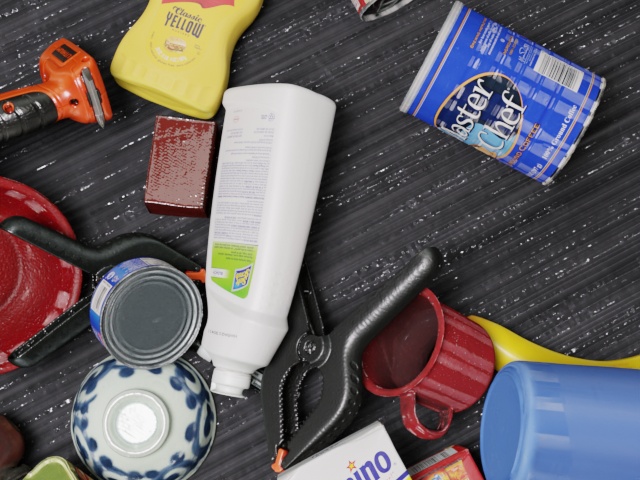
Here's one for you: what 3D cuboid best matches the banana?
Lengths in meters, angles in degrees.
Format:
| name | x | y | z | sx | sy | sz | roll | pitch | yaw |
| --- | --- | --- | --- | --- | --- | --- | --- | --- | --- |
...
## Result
| name | x | y | z | sx | sy | sz | roll | pitch | yaw |
| --- | --- | --- | --- | --- | --- | --- | --- | --- | --- |
| banana | 0.216 | 0.104 | 0.908 | 0.197 | 0.037 | 0.069 | 4 | 64 | -4 |

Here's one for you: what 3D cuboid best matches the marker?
| name | x | y | z | sx | sy | sz | roll | pitch | yaw |
| --- | --- | --- | --- | --- | --- | --- | --- | --- | --- |
| marker | -0.073 | 0.105 | 0.900 | 0.121 | 0.020 | 0.020 | 31 | 82 | 1 |

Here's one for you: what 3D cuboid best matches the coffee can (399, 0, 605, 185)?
| name | x | y | z | sx | sy | sz | roll | pitch | yaw |
| --- | --- | --- | --- | --- | --- | --- | --- | --- | --- |
| coffee can | 0.152 | -0.124 | 0.898 | 0.140 | 0.103 | 0.103 | 28 | 82 | 1 |

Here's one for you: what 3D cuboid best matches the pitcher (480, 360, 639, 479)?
| name | x | y | z | sx | sy | sz | roll | pitch | yaw |
| --- | --- | --- | --- | --- | --- | --- | --- | --- | --- |
| pitcher | 0.253 | 0.170 | 0.841 | 0.242 | 0.145 | 0.149 | 8 | 76 | -9 |

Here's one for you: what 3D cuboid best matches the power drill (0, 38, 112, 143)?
| name | x | y | z | sx | sy | sz | roll | pitch | yaw |
| --- | --- | --- | --- | --- | --- | --- | --- | --- | --- |
| power drill | -0.277 | -0.105 | 0.867 | 0.187 | 0.185 | 0.057 | -26 | 123 | -19 |

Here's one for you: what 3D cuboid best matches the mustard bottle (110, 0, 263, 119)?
| name | x | y | z | sx | sy | sz | roll | pitch | yaw |
| --- | --- | --- | --- | --- | --- | --- | --- | --- | --- |
| mustard bottle | -0.101 | -0.208 | 0.919 | 0.096 | 0.058 | 0.191 | 21 | 82 | 5 |

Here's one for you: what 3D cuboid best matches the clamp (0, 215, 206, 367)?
| name | x | y | z | sx | sy | sz | roll | pitch | yaw |
| --- | --- | --- | --- | --- | --- | --- | --- | --- | --- |
| clamp | -0.180 | 0.026 | 0.867 | 0.171 | 0.039 | 0.120 | -16 | 109 | -26 |

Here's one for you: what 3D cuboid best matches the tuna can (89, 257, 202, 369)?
| name | x | y | z | sx | sy | sz | roll | pitch | yaw |
| --- | --- | --- | --- | --- | --- | --- | --- | --- | --- |
| tuna can | -0.140 | 0.057 | 0.853 | 0.086 | 0.034 | 0.086 | -9 | 108 | -28 |

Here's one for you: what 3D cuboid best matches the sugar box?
| name | x | y | z | sx | sy | sz | roll | pitch | yaw |
| --- | --- | --- | --- | --- | --- | --- | --- | --- | --- |
| sugar box | 0.047 | 0.235 | 0.802 | 0.093 | 0.048 | 0.176 | -29 | 86 | -4 |

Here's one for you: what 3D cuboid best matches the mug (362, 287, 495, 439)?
| name | x | y | z | sx | sy | sz | roll | pitch | yaw |
| --- | --- | --- | --- | --- | --- | --- | --- | --- | --- |
| mug | 0.087 | 0.102 | 0.859 | 0.081 | 0.093 | 0.117 | 27 | 52 | -39 |

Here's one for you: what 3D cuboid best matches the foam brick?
| name | x | y | z | sx | sy | sz | roll | pitch | yaw |
| --- | --- | --- | --- | --- | --- | --- | --- | --- | --- |
| foam brick | -0.117 | -0.061 | 0.902 | 0.051 | 0.053 | 0.078 | 8 | 83 | -2 |

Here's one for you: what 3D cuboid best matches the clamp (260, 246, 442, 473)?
| name | x | y | z | sx | sy | sz | roll | pitch | yaw |
| --- | --- | --- | --- | --- | --- | --- | --- | --- | --- |
| clamp | 0.010 | 0.085 | 0.852 | 0.165 | 0.036 | 0.210 | 3 | 75 | 38 |

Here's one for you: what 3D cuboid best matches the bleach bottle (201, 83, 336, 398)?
| name | x | y | z | sx | sy | sz | roll | pitch | yaw |
| --- | --- | --- | --- | --- | --- | --- | --- | --- | --- |
| bleach bottle | -0.056 | 0.001 | 0.875 | 0.068 | 0.103 | 0.251 | 16 | 82 | -40 |

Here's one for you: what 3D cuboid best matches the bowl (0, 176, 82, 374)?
| name | x | y | z | sx | sy | sz | roll | pitch | yaw |
| --- | --- | --- | --- | --- | --- | --- | --- | --- | --- |
| bowl | -0.279 | 0.027 | 0.863 | 0.161 | 0.055 | 0.162 | -4 | 98 | -31 |
